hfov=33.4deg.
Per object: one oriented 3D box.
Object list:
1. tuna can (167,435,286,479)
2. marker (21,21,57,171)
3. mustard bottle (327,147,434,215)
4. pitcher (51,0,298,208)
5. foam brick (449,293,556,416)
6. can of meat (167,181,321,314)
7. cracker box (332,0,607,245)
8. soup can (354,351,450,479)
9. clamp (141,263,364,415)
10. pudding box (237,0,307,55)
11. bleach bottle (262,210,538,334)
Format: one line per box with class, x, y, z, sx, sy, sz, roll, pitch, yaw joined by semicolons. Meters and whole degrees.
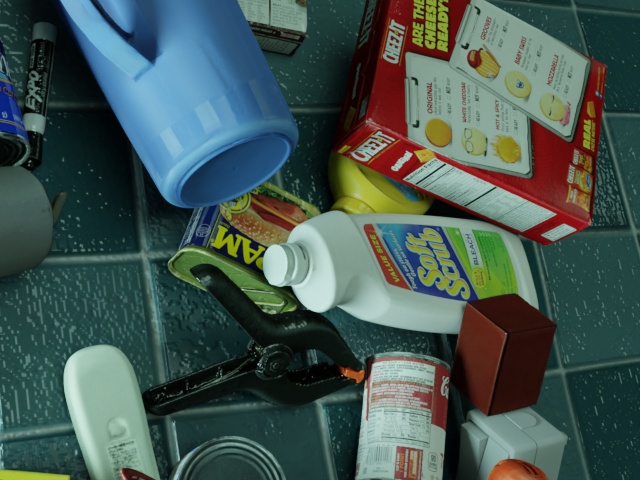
tuna can;-0.068;0.186;0.767;0.086;0.034;0.086;9;68;-23
marker;-0.216;-0.109;0.811;0.020;0.020;0.121;10;68;-23
mustard bottle;0.061;-0.067;0.910;0.096;0.058;0.191;39;59;-9
pitcher;-0.120;-0.150;0.777;0.149;0.145;0.243;-21;71;-23
foam brick;0.142;0.088;0.836;0.051;0.078;0.053;-8;31;-29
can of meat;-0.055;0.001;0.829;0.102;0.058;0.084;27;59;-16
cracker box;0.128;-0.110;0.883;0.213;0.072;0.164;22;62;-18
soup can;0.064;0.145;0.828;0.068;0.069;0.102;16;66;-21
clamp;-0.041;0.075;0.790;0.171;0.120;0.039;2;30;-30
pudding box;-0.058;-0.223;0.921;0.089;0.039;0.113;7;67;-24
bleach bottle;0.063;0.030;0.837;0.250;0.068;0.102;3;69;-41
